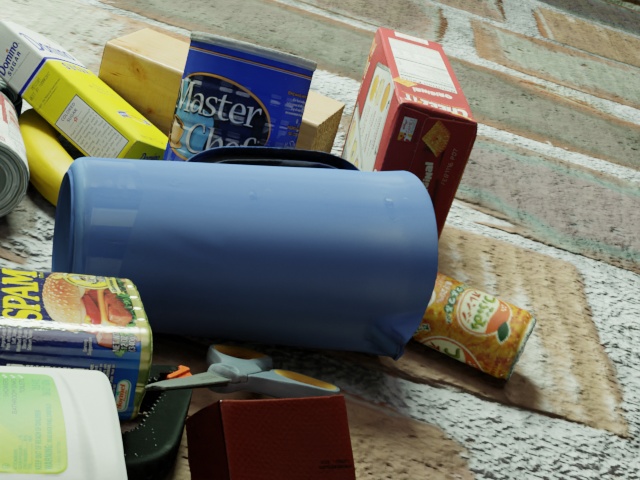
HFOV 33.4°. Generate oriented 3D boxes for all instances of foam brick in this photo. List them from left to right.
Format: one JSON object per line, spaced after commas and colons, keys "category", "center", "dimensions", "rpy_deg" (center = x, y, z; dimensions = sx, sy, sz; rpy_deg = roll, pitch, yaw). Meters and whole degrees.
{"category": "foam brick", "center": [-0.028, 0.115, 0.579], "dimensions": [0.078, 0.051, 0.053], "rpy_deg": [3, 69, -31]}

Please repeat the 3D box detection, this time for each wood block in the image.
{"category": "wood block", "center": [-0.095, -0.112, 0.976], "dimensions": [0.206, 0.090, 0.090], "rpy_deg": [22, 25, 9]}

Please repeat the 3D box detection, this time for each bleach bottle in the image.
{"category": "bleach bottle", "center": [-0.210, 0.092, 0.430], "dimensions": [0.250, 0.068, 0.103], "rpy_deg": [6, 29, -21]}

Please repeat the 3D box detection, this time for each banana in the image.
{"category": "banana", "center": [-0.212, -0.067, 0.865], "dimensions": [0.069, 0.037, 0.198], "rpy_deg": [3, 29, -26]}

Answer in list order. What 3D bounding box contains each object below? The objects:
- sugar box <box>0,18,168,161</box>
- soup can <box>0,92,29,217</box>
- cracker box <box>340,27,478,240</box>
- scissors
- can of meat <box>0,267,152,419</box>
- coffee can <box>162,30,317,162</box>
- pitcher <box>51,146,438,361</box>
{"category": "sugar box", "center": [-0.199, -0.114, 0.895], "dimensions": [0.176, 0.048, 0.093], "rpy_deg": [43, 10, 17]}
{"category": "soup can", "center": [-0.257, -0.067, 0.799], "dimensions": [0.068, 0.069, 0.102], "rpy_deg": [6, 28, -25]}
{"category": "cracker box", "center": [0.066, -0.070, 0.911], "dimensions": [0.072, 0.164, 0.213], "rpy_deg": [12, 25, -8]}
{"category": "scissors", "center": [-0.036, 0.084, 0.609], "dimensions": [0.096, 0.016, 0.202], "rpy_deg": [18, 1, 1]}
{"category": "can of meat", "center": [-0.139, 0.053, 0.563], "dimensions": [0.083, 0.057, 0.102], "rpy_deg": [6, 18, -19]}
{"category": "coffee can", "center": [-0.069, -0.086, 0.850], "dimensions": [0.103, 0.140, 0.103], "rpy_deg": [14, 8, -2]}
{"category": "pitcher", "center": [-0.055, 0.001, 0.729], "dimensions": [0.242, 0.145, 0.149], "rpy_deg": [5, 1, -20]}
